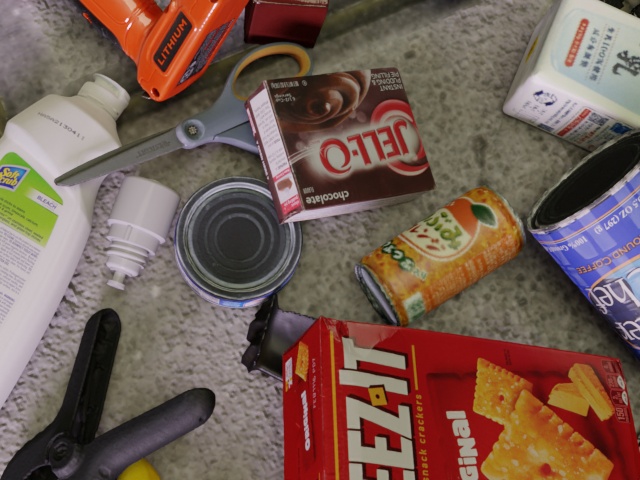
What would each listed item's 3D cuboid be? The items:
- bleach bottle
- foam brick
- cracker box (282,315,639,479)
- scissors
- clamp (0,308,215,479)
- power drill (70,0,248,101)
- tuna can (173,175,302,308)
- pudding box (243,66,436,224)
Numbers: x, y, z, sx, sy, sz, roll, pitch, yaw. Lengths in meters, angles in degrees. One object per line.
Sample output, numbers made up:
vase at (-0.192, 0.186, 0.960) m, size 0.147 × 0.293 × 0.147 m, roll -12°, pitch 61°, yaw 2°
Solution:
bleach bottle at (-0.193, 0.005, 0.680) m, size 0.102 × 0.068 × 0.250 m, roll 31°, pitch 75°, yaw -1°
foam brick at (-0.024, -0.169, 0.725) m, size 0.051 × 0.078 × 0.053 m, roll 4°, pitch 79°, yaw -8°
cracker box at (0.089, 0.141, 0.631) m, size 0.213 × 0.072 × 0.164 m, roll 10°, pitch 58°, yaw -20°
scissors at (-0.068, -0.060, 0.706) m, size 0.201 × 0.016 × 0.096 m, roll -42°, pitch 94°, yaw -27°
clamp at (-0.151, 0.125, 0.662) m, size 0.171 × 0.039 × 0.120 m, roll -46°, pitch 44°, yaw -2°
power drill at (-0.132, -0.195, 0.675) m, size 0.187 × 0.185 × 0.057 m, roll 42°, pitch 41°, yaw 4°
tuna can at (-0.055, 0.001, 0.710) m, size 0.086 × 0.034 × 0.086 m, roll 1°, pitch 79°, yaw -6°
pudding box at (0.014, -0.064, 0.710) m, size 0.113 × 0.039 × 0.090 m, roll -12°, pitch 79°, yaw -31°
